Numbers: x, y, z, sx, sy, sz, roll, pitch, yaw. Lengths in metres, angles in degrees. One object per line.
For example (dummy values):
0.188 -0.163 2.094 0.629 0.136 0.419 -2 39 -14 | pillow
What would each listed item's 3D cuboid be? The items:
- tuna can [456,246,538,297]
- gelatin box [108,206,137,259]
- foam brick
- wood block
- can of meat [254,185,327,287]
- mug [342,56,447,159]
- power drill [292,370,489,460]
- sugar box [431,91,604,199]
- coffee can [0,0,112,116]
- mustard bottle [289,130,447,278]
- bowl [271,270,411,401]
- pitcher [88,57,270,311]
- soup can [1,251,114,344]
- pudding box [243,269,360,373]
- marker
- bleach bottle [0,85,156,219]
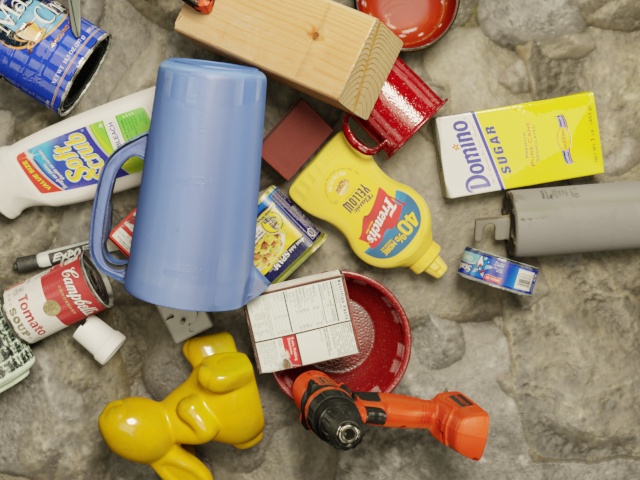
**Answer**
0.196 0.034 1.175 0.086 0.086 0.034 17 93 -4 | tuna can
-0.179 -0.010 1.177 0.073 0.030 0.089 45 81 -9 | gelatin box
-0.029 -0.111 1.170 0.051 0.053 0.078 42 94 -5 | foam brick
-0.034 -0.211 1.101 0.206 0.090 0.091 27 94 23 | wood block
-0.058 0.002 1.174 0.102 0.057 0.084 -44 94 12 | can of meat
0.069 -0.140 1.148 0.081 0.093 0.117 45 68 -1 | mug
0.072 0.181 1.090 0.187 0.184 0.057 11 95 -13 | power drill
0.217 -0.105 1.182 0.176 0.048 0.093 -11 96 -2 | sugar box
-0.307 -0.211 1.126 0.140 0.103 0.103 32 94 -5 | coffee can
0.064 -0.026 1.179 0.191 0.058 0.096 41 94 -6 | mustard bottle
0.019 0.110 1.192 0.162 0.055 0.162 0 96 -2 | bowl
-0.132 -0.058 1.077 0.148 0.145 0.243 -4 107 -44 | pitcher
-0.288 0.063 1.168 0.102 0.068 0.068 -25 96 5 | soup can
-0.021 0.087 1.140 0.113 0.039 0.090 -13 98 -3 | pudding box
-0.283 0.015 1.191 0.121 0.020 0.020 -14 96 0 | marker
-0.265 -0.080 1.162 0.251 0.068 0.102 -22 98 3 | bleach bottle
